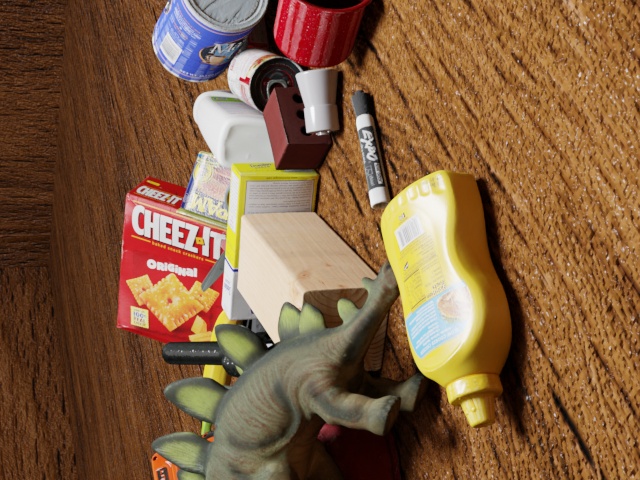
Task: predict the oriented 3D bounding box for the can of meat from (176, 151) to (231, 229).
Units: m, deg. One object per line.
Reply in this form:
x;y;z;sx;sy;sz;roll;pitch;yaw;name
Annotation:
-0.116;-0.057;1.319;0.057;0.102;0.084;26;-98;-76;can of meat

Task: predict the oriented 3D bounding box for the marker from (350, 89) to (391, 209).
0.047;-0.088;1.011;0.020;0.020;0.121;128;136;-61;marker

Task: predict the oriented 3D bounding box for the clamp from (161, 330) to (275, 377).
-0.079;0.120;1.146;0.210;0.164;0.036;-163;62;-73;clamp

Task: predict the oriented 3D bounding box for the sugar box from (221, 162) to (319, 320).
-0.058;0.001;1.199;0.048;0.093;0.176;-127;40;-58;sugar box

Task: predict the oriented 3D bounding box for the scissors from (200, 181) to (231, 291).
-0.109;-0.011;1.269;0.202;0.096;0.016;-33;27;33;scissors

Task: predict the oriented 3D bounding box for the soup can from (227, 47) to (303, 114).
-0.064;-0.184;1.233;0.102;0.068;0.068;-141;52;-64;soup can

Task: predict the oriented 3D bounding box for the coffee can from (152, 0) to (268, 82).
-0.132;-0.262;1.257;0.140;0.102;0.103;142;124;-62;coffee can

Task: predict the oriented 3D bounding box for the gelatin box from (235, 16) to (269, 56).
-0.092;-0.263;1.359;0.073;0.030;0.089;128;137;-58;gelatin box

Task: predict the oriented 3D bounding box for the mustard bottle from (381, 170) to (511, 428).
0.101;0.049;0.818;0.096;0.058;0.191;-41;53;48;mustard bottle

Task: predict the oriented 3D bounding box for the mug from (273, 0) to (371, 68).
0.004;-0.230;1.036;0.082;0.093;0.117;107;-176;-52;mug

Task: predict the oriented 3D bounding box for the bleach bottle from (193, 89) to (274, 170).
-0.098;-0.143;1.315;0.251;0.102;0.068;-127;47;-67;bleach bottle

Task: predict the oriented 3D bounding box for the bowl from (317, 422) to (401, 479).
0.024;0.233;1.054;0.162;0.055;0.162;179;90;-70;bowl

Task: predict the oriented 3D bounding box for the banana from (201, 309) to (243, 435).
-0.128;0.160;1.403;0.070;0.037;0.198;-121;40;-62;banana

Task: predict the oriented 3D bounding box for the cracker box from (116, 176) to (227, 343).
-0.184;0.041;1.438;0.072;0.164;0.214;-51;-25;-57;cracker box

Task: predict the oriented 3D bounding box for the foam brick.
-0.026;-0.122;1.158;0.051;0.053;0.078;118;143;-54;foam brick

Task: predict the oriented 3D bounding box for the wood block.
-0.013;0.048;1.086;0.206;0.090;0.091;-134;45;-60;wood block
